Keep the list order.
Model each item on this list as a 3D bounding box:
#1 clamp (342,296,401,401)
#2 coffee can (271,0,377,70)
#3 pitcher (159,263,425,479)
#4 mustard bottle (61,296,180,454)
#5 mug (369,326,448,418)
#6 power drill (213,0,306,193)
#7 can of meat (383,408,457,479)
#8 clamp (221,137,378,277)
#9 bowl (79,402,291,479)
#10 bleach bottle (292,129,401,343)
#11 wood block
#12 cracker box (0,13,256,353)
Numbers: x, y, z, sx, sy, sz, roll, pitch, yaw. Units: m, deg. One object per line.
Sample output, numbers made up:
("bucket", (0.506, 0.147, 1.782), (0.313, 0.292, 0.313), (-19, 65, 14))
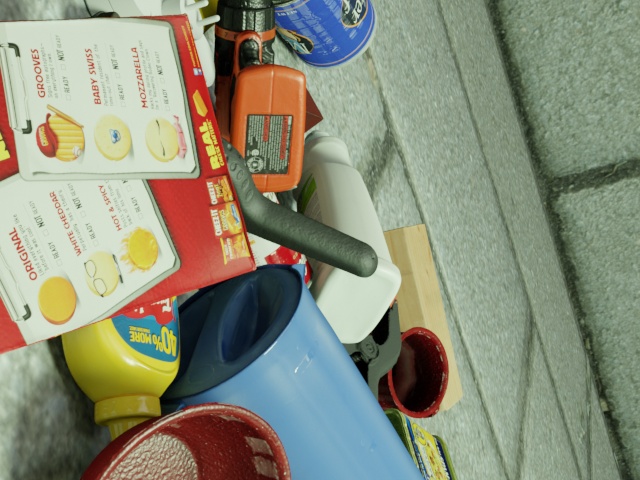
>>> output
("clamp", (0.038, 0.116, 0.996), (0.120, 0.039, 0.171), (59, 43, -14))
("coffee can", (-0.011, -0.260, 1.141), (0.140, 0.103, 0.103), (40, 41, -60))
("pitcher", (-0.019, 0.150, 0.775), (0.242, 0.149, 0.145), (56, 8, -26))
("mustard bottle", (-0.128, 0.041, 0.687), (0.096, 0.058, 0.191), (31, 49, -62))
("mug", (0.081, 0.145, 1.122), (0.117, 0.082, 0.093), (50, 56, -28))
("power drill", (-0.053, -0.137, 0.863), (0.188, 0.057, 0.184), (-108, -162, -59))
("can of meat", (0.084, 0.217, 0.997), (0.083, 0.057, 0.102), (41, 25, -43))
("clamp", (-0.080, -0.020, 0.791), (0.209, 0.165, 0.036), (42, 47, -27))
("bowl", (-0.095, 0.166, 0.639), (0.161, 0.055, 0.162), (-15, 113, -39))
("bleach bottle", (0.013, -0.026, 1.010), (0.068, 0.103, 0.251), (13, 39, -19))
("wood block", (0.090, 0.092, 1.213), (0.090, 0.091, 0.206), (-10, 87, -70))
("cracker box", (-0.145, -0.035, 0.586), (0.213, 0.072, 0.164), (-18, 94, -51))
